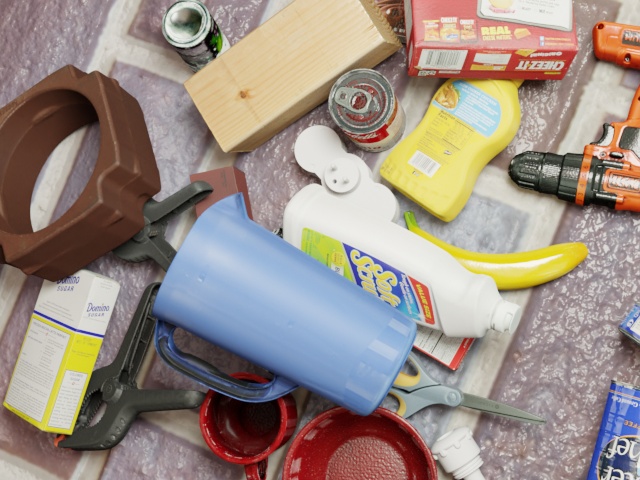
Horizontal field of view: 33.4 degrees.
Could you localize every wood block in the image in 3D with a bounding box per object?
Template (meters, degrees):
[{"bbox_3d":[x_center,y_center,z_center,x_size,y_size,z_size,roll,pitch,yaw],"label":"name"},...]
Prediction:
[{"bbox_3d":[-0.029,-0.187,1.131,0.206,0.090,0.091,-32,86,18],"label":"wood block"}]

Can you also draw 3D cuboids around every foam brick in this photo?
[{"bbox_3d":[-0.107,-0.037,1.174,0.053,0.051,0.078,-11,82,10],"label":"foam brick"}]

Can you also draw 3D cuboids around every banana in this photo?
[{"bbox_3d":[0.175,0.018,1.114,0.198,0.037,0.069,12,86,13],"label":"banana"}]

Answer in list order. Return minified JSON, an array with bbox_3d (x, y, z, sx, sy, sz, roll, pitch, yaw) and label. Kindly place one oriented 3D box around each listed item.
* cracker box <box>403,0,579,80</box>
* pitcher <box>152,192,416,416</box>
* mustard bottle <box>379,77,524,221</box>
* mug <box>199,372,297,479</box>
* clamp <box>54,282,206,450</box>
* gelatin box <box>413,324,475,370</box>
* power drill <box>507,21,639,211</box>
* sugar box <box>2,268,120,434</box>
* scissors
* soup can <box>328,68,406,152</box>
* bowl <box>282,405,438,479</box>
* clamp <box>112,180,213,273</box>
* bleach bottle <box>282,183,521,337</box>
[{"bbox_3d":[0.166,-0.271,1.094,0.164,0.072,0.213,0,68,-4],"label":"cracker box"},{"bbox_3d":[-0.038,0.080,1.050,0.243,0.149,0.144,29,54,2],"label":"pitcher"},{"bbox_3d":[0.153,-0.121,1.122,0.096,0.058,0.191,37,92,32],"label":"mustard bottle"},{"bbox_3d":[-0.070,0.197,1.123,0.093,0.081,0.117,-10,81,11],"label":"mug"},{"bbox_3d":[-0.217,0.154,1.165,0.210,0.036,0.164,-37,51,24],"label":"clamp"},{"bbox_3d":[0.122,0.083,1.122,0.089,0.030,0.073,30,92,14],"label":"gelatin box"},{"bbox_3d":[0.299,-0.125,1.095,0.184,0.057,0.187,12,88,14],"label":"power drill"},{"bbox_3d":[-0.287,0.116,1.183,0.093,0.048,0.176,17,85,43],"label":"sugar box"},{"bbox_3d":[0.123,0.175,1.104,0.202,0.016,0.096,29,104,18],"label":"scissors"},{"bbox_3d":[0.051,-0.135,1.125,0.068,0.102,0.068,-1,83,12],"label":"soup can"},{"bbox_3d":[0.044,0.249,1.106,0.162,0.055,0.162,-1,83,12],"label":"bowl"},{"bbox_3d":[-0.183,-0.002,1.169,0.172,0.039,0.120,-2,84,38],"label":"clamp"},{"bbox_3d":[0.082,0.029,1.074,0.251,0.068,0.102,21,131,25],"label":"bleach bottle"}]
